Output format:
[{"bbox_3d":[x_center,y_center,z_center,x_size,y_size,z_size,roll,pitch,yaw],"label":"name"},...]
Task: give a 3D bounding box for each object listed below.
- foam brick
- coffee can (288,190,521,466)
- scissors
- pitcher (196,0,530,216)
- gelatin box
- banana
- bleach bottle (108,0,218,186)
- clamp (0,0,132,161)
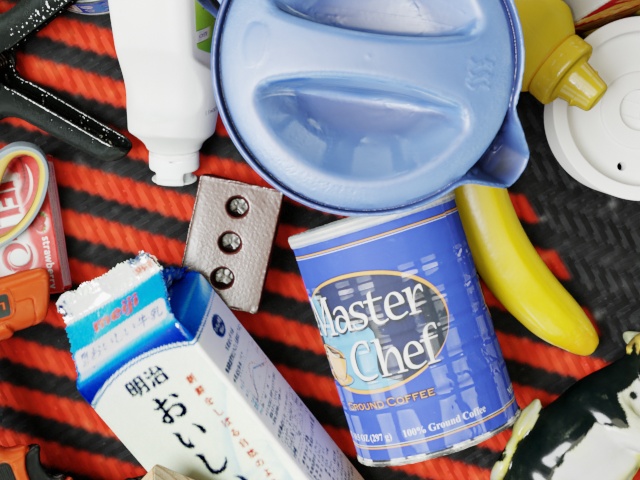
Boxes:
[{"bbox_3d":[-0.054,0.001,0.660,0.053,0.051,0.078,11,91,-1],"label":"foam brick"},{"bbox_3d":[0.050,0.049,0.636,0.103,0.103,0.140,-17,92,0],"label":"coffee can"},{"bbox_3d":[-0.242,0.015,0.635,0.096,0.016,0.202,38,91,-24],"label":"scissors"},{"bbox_3d":[0.011,-0.086,0.562,0.145,0.243,0.149,-12,91,0],"label":"pitcher"},{"bbox_3d":[-0.201,-0.007,0.670,0.073,0.030,0.089,-8,92,-1],"label":"gelatin box"},{"bbox_3d":[0.117,-0.016,0.667,0.069,0.037,0.198,-15,91,2],"label":"banana"},{"bbox_3d":[-0.089,-0.152,0.612,0.068,0.102,0.251,8,112,14],"label":"bleach bottle"},{"bbox_3d":[-0.196,-0.116,0.650,0.171,0.039,0.120,7,105,5],"label":"clamp"}]
